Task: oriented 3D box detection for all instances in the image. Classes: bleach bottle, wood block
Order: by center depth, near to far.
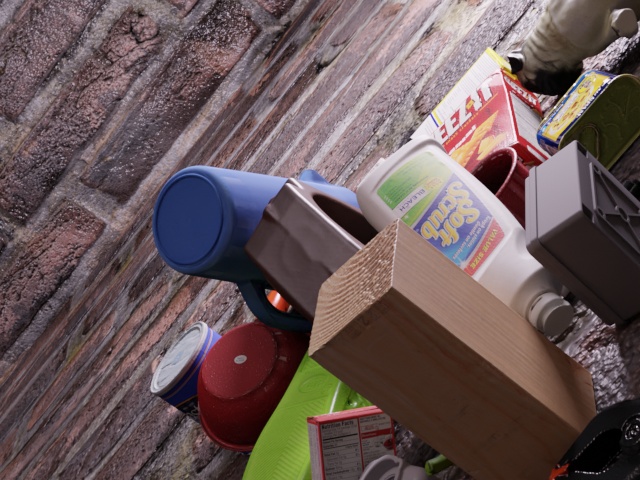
[{"bbox_3d":[0.100,0.092,0.788,0.090,0.206,0.090,-43,20,29],"label":"wood block"},{"bbox_3d":[0.132,0.000,0.914,0.102,0.068,0.251,-38,40,-7],"label":"bleach bottle"}]

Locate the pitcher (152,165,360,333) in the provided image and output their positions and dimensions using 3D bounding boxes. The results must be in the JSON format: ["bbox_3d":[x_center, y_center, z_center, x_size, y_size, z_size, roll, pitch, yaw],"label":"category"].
[{"bbox_3d":[-0.057,0.001,1.124,0.149,0.242,0.145,41,108,32],"label":"pitcher"}]

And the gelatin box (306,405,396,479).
[{"bbox_3d":[0.029,0.193,0.933,0.030,0.073,0.089,173,91,-66],"label":"gelatin box"}]

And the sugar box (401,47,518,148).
[{"bbox_3d":[0.177,-0.155,1.349,0.176,0.048,0.093,-51,17,16],"label":"sugar box"}]

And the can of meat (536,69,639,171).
[{"bbox_3d":[0.263,-0.115,1.033,0.102,0.057,0.084,-50,15,6],"label":"can of meat"}]

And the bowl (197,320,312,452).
[{"bbox_3d":[-0.076,0.144,1.155,0.162,0.055,0.162,-17,47,19],"label":"bowl"}]

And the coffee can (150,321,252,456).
[{"bbox_3d":[-0.118,0.178,1.283,0.103,0.140,0.103,-46,18,20],"label":"coffee can"}]

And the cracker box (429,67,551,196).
[{"bbox_3d":[0.170,-0.080,1.173,0.164,0.072,0.213,-45,18,25],"label":"cracker box"}]

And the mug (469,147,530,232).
[{"bbox_3d":[0.180,-0.021,1.017,0.093,0.081,0.117,-39,22,36],"label":"mug"}]
